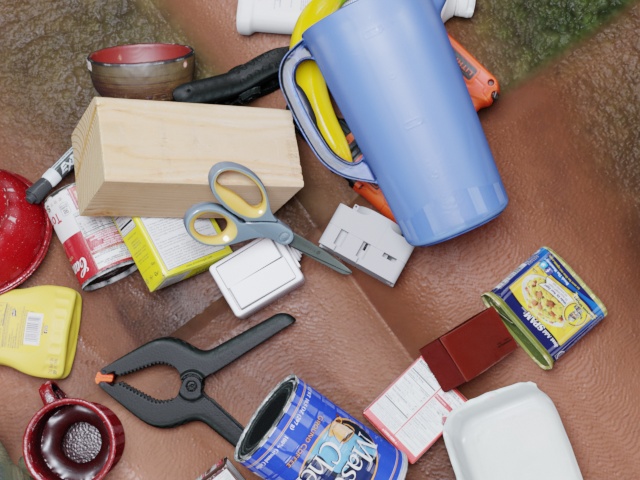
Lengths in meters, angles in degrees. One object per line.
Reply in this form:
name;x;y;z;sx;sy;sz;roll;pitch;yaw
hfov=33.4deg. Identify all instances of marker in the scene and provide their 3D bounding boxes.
marker;-0.269;-0.082;1.132;0.020;0.020;0.121;35;60;5

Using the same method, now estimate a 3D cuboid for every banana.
banana;0.001;-0.170;1.094;0.070;0.037;0.198;1;85;12

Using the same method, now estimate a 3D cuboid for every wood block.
wood block;-0.133;-0.079;1.065;0.205;0.091;0.090;0;70;-28

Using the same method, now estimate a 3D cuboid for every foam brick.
foam brick;0.151;0.111;1.089;0.078;0.051;0.053;-27;82;-29

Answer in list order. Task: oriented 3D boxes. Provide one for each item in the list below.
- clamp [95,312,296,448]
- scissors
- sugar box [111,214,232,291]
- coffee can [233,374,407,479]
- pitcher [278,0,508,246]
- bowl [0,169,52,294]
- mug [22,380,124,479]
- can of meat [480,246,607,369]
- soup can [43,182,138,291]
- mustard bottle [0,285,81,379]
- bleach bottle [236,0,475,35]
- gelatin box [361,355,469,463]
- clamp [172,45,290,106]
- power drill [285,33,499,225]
clamp;-0.128;0.161;1.113;0.210;0.036;0.164;-2;84;0
scissors;-0.057;0.001;1.061;0.096;0.016;0.201;-37;126;5
sugar box;-0.175;-0.043;1.115;0.093;0.048;0.176;-21;77;-42
coffee can;0.001;0.214;1.054;0.140;0.103;0.103;37;85;-9
pitcher;0.078;-0.117;1.036;0.144;0.149;0.243;-27;95;-38
bowl;-0.364;-0.020;1.107;0.162;0.055;0.162;0;62;-1
mug;-0.253;0.196;1.090;0.093;0.081;0.117;-32;83;-3
can of meat;0.232;0.068;1.104;0.084;0.057;0.102;-40;84;-6
soup can;-0.240;-0.007;1.122;0.068;0.068;0.102;-26;83;-2
mustard bottle;-0.353;0.088;1.118;0.191;0.058;0.096;7;82;2
bleach bottle;0.040;-0.260;1.149;0.251;0.068;0.102;6;92;-1
gelatin box;0.099;0.175;1.108;0.089;0.030;0.073;-44;84;-7
clamp;-0.086;-0.164;1.115;0.171;0.120;0.039;-30;90;-6
power drill;0.080;-0.136;1.126;0.184;0.057;0.188;43;96;3
